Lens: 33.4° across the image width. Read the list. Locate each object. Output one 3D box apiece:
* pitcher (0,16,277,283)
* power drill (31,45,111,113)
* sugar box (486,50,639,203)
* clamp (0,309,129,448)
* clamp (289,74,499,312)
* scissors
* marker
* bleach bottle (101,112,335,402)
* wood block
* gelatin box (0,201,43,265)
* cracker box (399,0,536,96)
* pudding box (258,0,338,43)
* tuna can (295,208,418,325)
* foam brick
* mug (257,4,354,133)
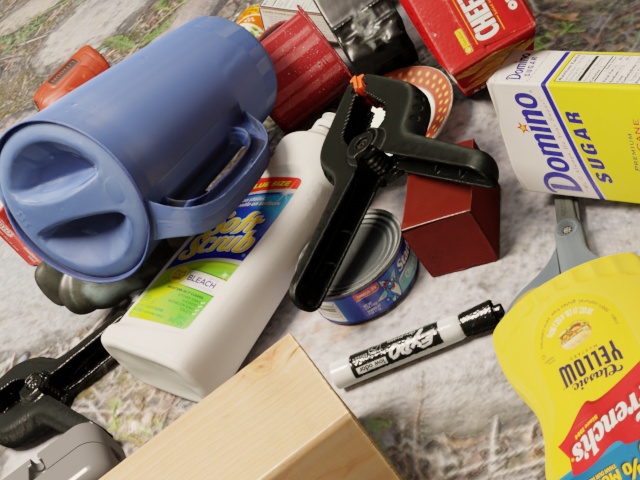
[{"bbox_3d":[-0.121,-0.081,0.832,0.145,0.149,0.242,-36,10,41],"label":"pitcher"},{"bbox_3d":[-0.229,-0.173,1.196,0.184,0.057,0.188,-48,36,-18],"label":"power drill"},{"bbox_3d":[0.196,-0.068,0.656,0.177,0.093,0.048,7,45,39],"label":"sugar box"},{"bbox_3d":[-0.211,0.114,0.853,0.172,0.039,0.120,-10,41,33],"label":"clamp"},{"bbox_3d":[0.033,-0.050,0.753,0.165,0.036,0.210,-39,31,16],"label":"clamp"},{"bbox_3d":[0.146,0.010,0.689,0.096,0.016,0.202,-29,35,10],"label":"scissors"},{"bbox_3d":[0.062,0.067,0.691,0.121,0.020,0.020,-24,36,17],"label":"marker"},{"bbox_3d":[-0.055,0.001,0.818,0.103,0.068,0.250,11,58,41],"label":"bleach bottle"},{"bbox_3d":[-0.062,0.164,0.620,0.206,0.090,0.091,-37,34,-3],"label":"wood block"},{"bbox_3d":[-0.282,-0.031,1.058,0.030,0.073,0.089,-5,45,37],"label":"gelatin box"},{"bbox_3d":[0.087,-0.194,0.773,0.072,0.164,0.213,-30,-2,10],"label":"cracker box"},{"bbox_3d":[0.007,-0.239,1.057,0.114,0.039,0.090,11,54,23],"label":"pudding box"},{"bbox_3d":[0.027,0.019,0.766,0.086,0.033,0.086,-23,36,18],"label":"tuna can"},{"bbox_3d":[0.092,-0.023,0.743,0.053,0.051,0.078,-16,39,25],"label":"foam brick"},{"bbox_3d":[-0.028,-0.159,0.973,0.081,0.093,0.117,-38,50,6],"label":"mug"}]
